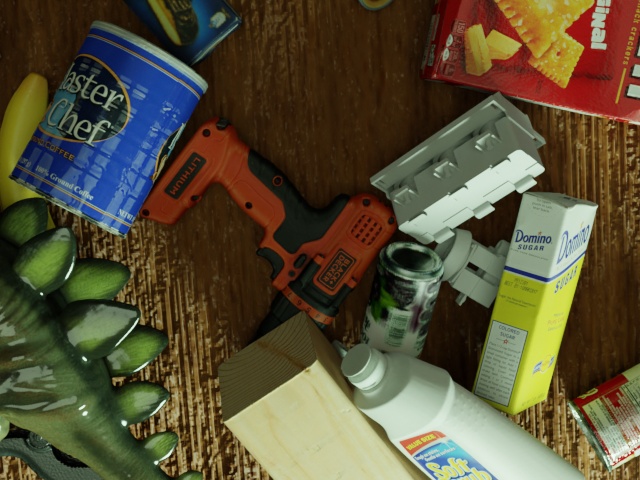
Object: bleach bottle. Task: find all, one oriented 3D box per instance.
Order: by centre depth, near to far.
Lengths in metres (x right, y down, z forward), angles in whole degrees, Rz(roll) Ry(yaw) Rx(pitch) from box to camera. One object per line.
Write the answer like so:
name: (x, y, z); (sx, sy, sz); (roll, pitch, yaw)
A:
bleach bottle: (0.104, 0.157, 0.851); (0.250, 0.103, 0.068); (39, 56, -30)

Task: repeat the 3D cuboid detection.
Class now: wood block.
wood block: (0.013, 0.172, 0.879); (0.090, 0.091, 0.206); (-34, 113, 7)

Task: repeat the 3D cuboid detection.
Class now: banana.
banana: (-0.236, -0.038, 0.899); (0.069, 0.037, 0.198); (-19, 101, -16)

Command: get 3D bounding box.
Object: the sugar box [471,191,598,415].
sugar box: (0.178, 0.049, 0.881); (0.048, 0.093, 0.176); (20, 102, 27)

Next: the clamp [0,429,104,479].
clamp: (-0.243, 0.154, 0.928); (0.171, 0.039, 0.120); (17, 104, -6)

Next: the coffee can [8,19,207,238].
coffee can: (-0.166, -0.087, 0.842); (0.103, 0.103, 0.140); (28, 86, -5)

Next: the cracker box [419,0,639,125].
cracker box: (0.202, -0.187, 0.855); (0.213, 0.072, 0.164); (12, 99, -3)

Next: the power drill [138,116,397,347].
power drill: (-0.056, 0.001, 0.895); (0.187, 0.057, 0.184); (36, 97, -8)
